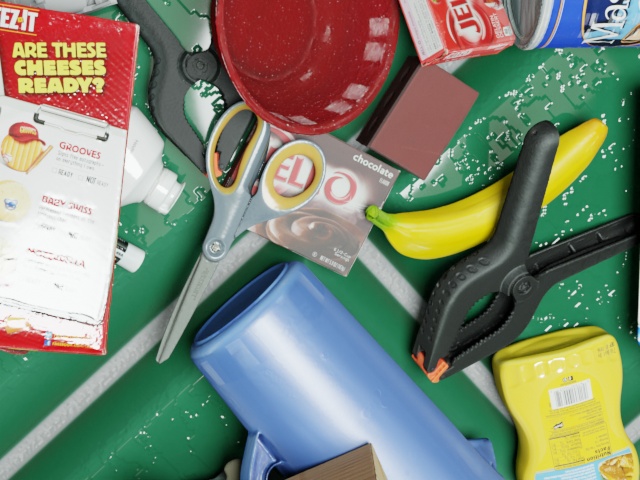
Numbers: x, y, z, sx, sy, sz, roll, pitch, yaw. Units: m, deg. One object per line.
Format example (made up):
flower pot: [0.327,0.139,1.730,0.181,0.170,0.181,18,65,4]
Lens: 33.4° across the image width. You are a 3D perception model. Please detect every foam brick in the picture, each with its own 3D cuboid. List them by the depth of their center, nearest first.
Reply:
foam brick: [0.071,-0.091,0.789,0.051,0.053,0.078,31,95,-11]

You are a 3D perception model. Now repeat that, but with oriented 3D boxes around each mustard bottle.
mustard bottle: [0.202,0.170,0.849,0.096,0.058,0.191,-15,102,-5]

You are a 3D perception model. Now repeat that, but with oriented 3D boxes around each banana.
banana: [0.129,-0.030,0.804,0.197,0.069,0.037,-23,58,-10]

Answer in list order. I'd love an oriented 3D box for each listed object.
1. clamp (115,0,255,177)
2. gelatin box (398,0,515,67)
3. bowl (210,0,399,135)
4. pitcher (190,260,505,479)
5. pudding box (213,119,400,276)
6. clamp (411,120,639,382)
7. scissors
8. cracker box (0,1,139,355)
clamp: [-0.079,-0.134,0.773,0.120,0.039,0.171,-15,102,0]
gelatin box: [0.092,-0.173,0.759,0.073,0.030,0.089,-16,84,-37]
bowl: [-0.020,-0.156,0.745,0.161,0.055,0.162,-9,104,-39]
pitcher: [0.011,0.143,0.786,0.145,0.149,0.243,-37,99,19]
pudding box: [-0.011,-0.038,0.797,0.113,0.039,0.090,26,97,-10]
clamp: [0.154,0.026,0.811,0.164,0.036,0.210,25,107,-37]
scissors: [-0.055,0.001,0.773,0.096,0.016,0.202,11,99,-5]
cracker box: [-0.210,-0.040,0.681,0.164,0.072,0.214,6,86,-17]
